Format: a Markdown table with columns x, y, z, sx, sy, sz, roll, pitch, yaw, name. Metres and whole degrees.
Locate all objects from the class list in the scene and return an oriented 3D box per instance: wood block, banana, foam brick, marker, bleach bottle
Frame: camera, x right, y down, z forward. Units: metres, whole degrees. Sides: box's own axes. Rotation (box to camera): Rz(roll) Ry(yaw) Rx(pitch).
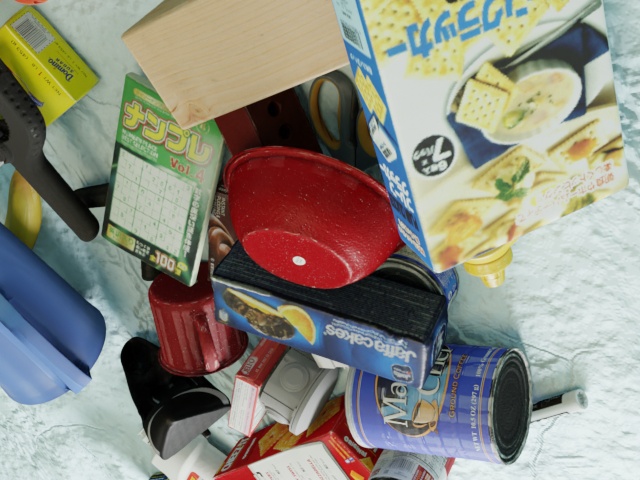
| x | y | z | sx | sy | sz | roll | pitch | yaw | name |
| --- | --- | --- | --- | --- | --- | --- | --- | --- | --- |
| -0.035 | -0.167 | 0.794 | 0.207 | 0.090 | 0.090 | -15 | 117 | 40 | wood block |
| -0.339 | -0.009 | 1.152 | 0.069 | 0.037 | 0.198 | 44 | 136 | -11 | banana |
| -0.044 | -0.089 | 0.882 | 0.051 | 0.052 | 0.078 | 4 | 128 | 48 | foam brick |
| 0.192 | 0.160 | 0.982 | 0.121 | 0.020 | 0.020 | -27 | 109 | 43 | marker |
| -0.116 | 0.303 | 1.265 | 0.251 | 0.068 | 0.103 | 41 | 136 | -2 | bleach bottle |

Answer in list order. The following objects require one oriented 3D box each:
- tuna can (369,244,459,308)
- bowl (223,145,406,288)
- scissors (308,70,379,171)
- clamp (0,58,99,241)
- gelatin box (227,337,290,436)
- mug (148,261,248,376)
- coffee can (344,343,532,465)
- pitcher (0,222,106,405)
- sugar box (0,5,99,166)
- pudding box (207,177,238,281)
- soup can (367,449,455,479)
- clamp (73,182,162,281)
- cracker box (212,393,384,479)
| x | y | z | sx | sy | sz | roll | pitch | yaw | name |
| --- | --- | --- | --- | --- | --- | --- | --- | --- | --- |
| 0.076 | 0.039 | 0.940 | 0.086 | 0.033 | 0.086 | 17 | 133 | 19 | tuna can |
| -0.011 | -0.007 | 0.857 | 0.162 | 0.055 | 0.162 | 16 | 154 | 8 | bowl |
| 0.039 | -0.050 | 0.897 | 0.096 | 0.016 | 0.202 | 9 | 130 | 32 | scissors |
| -0.283 | -0.085 | 0.991 | 0.164 | 0.036 | 0.210 | 22 | 142 | 9 | clamp |
| -0.063 | 0.144 | 1.086 | 0.030 | 0.073 | 0.089 | 24 | 135 | 13 | gelatin box |
| -0.120 | 0.080 | 1.045 | 0.093 | 0.117 | 0.081 | -14 | 121 | -8 | mug |
| 0.107 | 0.142 | 0.959 | 0.141 | 0.102 | 0.103 | 1 | 127 | 31 | coffee can |
| -0.330 | 0.058 | 1.085 | 0.149 | 0.145 | 0.242 | -12 | 138 | 21 | pitcher |
| -0.294 | -0.139 | 1.008 | 0.177 | 0.048 | 0.093 | -28 | 109 | 42 | sugar box |
| -0.057 | 0.001 | 0.986 | 0.090 | 0.039 | 0.113 | 20 | 134 | 16 | pudding box |
| 0.091 | 0.217 | 1.033 | 0.069 | 0.102 | 0.068 | 17 | 133 | 19 | soup can |
| -0.164 | -0.031 | 1.024 | 0.120 | 0.039 | 0.172 | 46 | 135 | -12 | clamp |
| 0.011 | 0.263 | 1.144 | 0.164 | 0.072 | 0.214 | 48 | 136 | -11 | cracker box |
